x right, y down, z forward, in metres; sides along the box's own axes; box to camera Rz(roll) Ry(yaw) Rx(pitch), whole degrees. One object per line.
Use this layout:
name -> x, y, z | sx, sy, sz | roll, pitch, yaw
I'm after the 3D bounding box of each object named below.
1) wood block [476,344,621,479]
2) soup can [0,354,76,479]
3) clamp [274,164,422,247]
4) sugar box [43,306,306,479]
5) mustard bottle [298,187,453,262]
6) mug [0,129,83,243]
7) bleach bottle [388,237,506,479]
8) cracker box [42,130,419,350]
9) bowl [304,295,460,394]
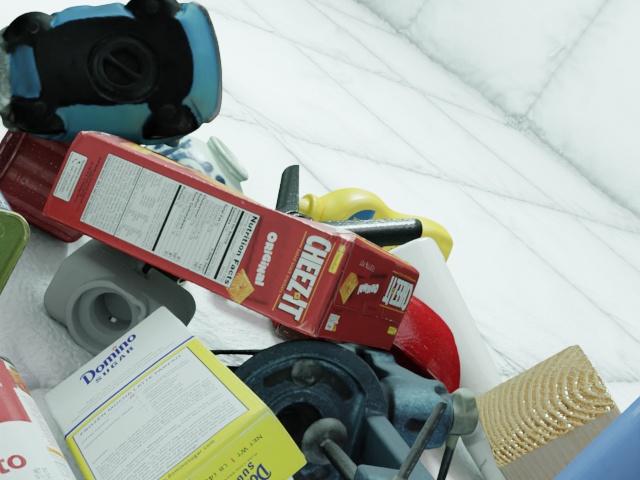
wood block -> 0.206, 0.191, 0.781 | 0.206, 0.091, 0.090 | 56, 9, -22
soup can -> -0.163, 0.113, 0.527 | 0.068, 0.069, 0.102 | 12, 28, -48
clamp -> -0.012, -0.004, 0.992 | 0.165, 0.036, 0.209 | 21, 33, 23
sugar box -> -0.085, 0.100, 0.570 | 0.048, 0.093, 0.176 | 57, -12, -22
mustard bottle -> 0.042, -0.004, 1.131 | 0.191, 0.096, 0.058 | 24, 22, -27
mug -> -0.217, -0.049, 0.846 | 0.081, 0.093, 0.117 | 30, -19, -24
bleach bottle -> 0.127, 0.124, 0.943 | 0.102, 0.068, 0.251 | 79, -14, -63
cracker box -> -0.055, 0.001, 0.738 | 0.214, 0.072, 0.164 | 22, 0, 21
bowl -> 0.057, 0.080, 0.873 | 0.162, 0.055, 0.162 | 32, -19, 12
